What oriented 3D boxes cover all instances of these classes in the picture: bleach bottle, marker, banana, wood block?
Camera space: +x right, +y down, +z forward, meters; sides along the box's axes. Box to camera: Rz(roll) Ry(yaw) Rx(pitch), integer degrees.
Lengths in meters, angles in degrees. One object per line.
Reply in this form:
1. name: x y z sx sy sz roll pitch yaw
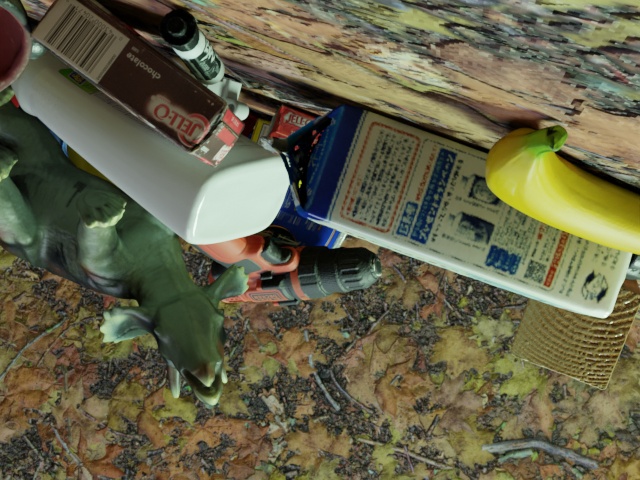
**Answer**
1. bleach bottle: -0.145 -0.089 0.800 0.251 0.068 0.102 35 -151 28
2. marker: -0.069 -0.104 0.581 0.020 0.020 0.121 19 179 2
3. banana: 0.143 -0.021 0.573 0.070 0.037 0.197 21 -179 44
4. wood block: 0.242 0.064 1.011 0.090 0.091 0.206 20 -170 12

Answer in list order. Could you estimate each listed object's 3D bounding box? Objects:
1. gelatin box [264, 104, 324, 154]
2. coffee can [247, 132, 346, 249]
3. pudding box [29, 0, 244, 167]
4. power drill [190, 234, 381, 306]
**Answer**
1. gelatin box: -0.003 -0.073 0.799 0.073 0.030 0.089 20 179 -6
2. coffee can: -0.046 -0.046 1.069 0.140 0.103 0.103 19 179 -19
3. pudding box: -0.100 -0.090 0.612 0.113 0.039 0.090 38 180 3
4. power drill: -0.056 0.001 0.990 0.185 0.057 0.187 -8 146 27
